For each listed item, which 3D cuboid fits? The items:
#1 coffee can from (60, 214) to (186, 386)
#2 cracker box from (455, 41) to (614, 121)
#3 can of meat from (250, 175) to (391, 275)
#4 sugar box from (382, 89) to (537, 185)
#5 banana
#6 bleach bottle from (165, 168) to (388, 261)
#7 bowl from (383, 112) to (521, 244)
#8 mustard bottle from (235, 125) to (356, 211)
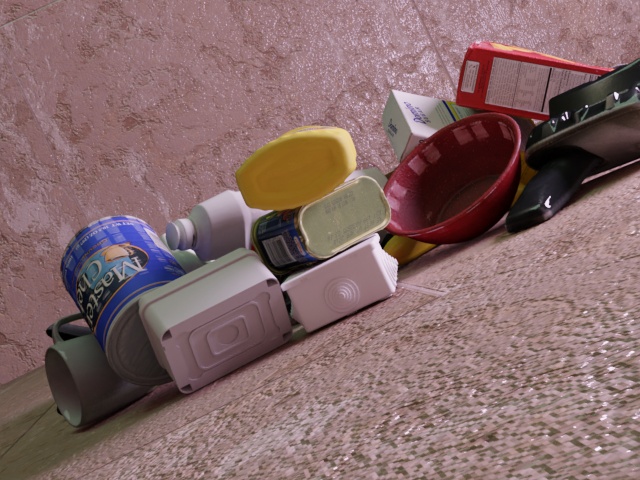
[{"bbox_3d":[-0.170,0.053,0.984,0.102,0.103,0.140,-27,39,-16],"label":"coffee can"},{"bbox_3d":[0.263,-0.164,1.148,0.214,0.072,0.164,12,13,12],"label":"cracker box"},{"bbox_3d":[0.001,-0.015,0.956,0.101,0.057,0.084,-28,6,-31],"label":"can of meat"},{"bbox_3d":[0.160,-0.109,1.161,0.176,0.048,0.093,7,35,-17],"label":"sugar box"},{"bbox_3d":[0.137,-0.022,1.107,0.197,0.037,0.070,-27,2,-14],"label":"banana"},{"bbox_3d":[-0.043,-0.016,1.101,0.250,0.068,0.103,-10,-37,-33],"label":"bleach bottle"},{"bbox_3d":[0.136,-0.049,1.035,0.162,0.055,0.162,-32,30,21],"label":"bowl"},{"bbox_3d":[-0.016,-0.068,0.939,0.096,0.058,0.191,-21,7,6],"label":"mustard bottle"}]
